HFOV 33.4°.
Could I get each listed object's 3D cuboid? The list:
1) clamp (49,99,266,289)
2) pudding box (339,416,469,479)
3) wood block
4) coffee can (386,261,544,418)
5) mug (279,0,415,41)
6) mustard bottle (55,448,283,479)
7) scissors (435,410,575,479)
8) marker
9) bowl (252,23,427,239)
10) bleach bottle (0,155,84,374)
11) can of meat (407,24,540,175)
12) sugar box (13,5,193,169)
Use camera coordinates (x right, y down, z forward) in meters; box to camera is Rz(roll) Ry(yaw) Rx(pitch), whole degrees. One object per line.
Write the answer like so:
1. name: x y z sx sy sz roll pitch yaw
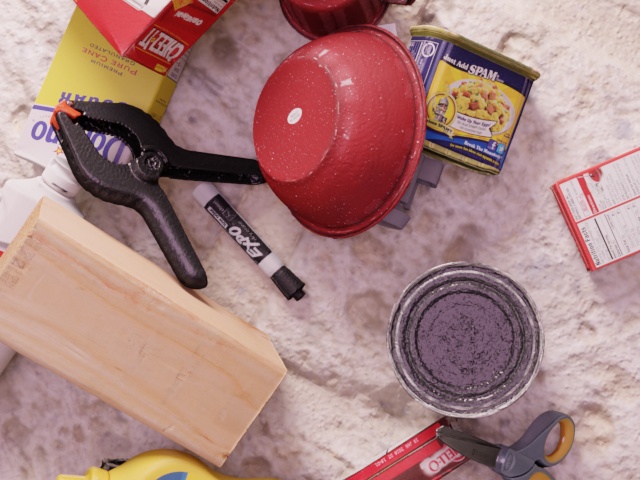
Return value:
1. clamp: -0.122 -0.056 0.812 0.171 0.039 0.120 43 54 -8
2. pudding box: 0.066 0.163 0.771 0.090 0.113 0.039 -32 79 5
3. wood block: -0.139 0.065 0.777 0.206 0.091 0.090 34 93 -18
4. coffee can: 0.102 0.068 0.758 0.103 0.140 0.103 0 86 8
5. mug: 0.018 -0.201 0.815 0.117 0.081 0.093 17 89 8
6. mustard bottle: -0.103 0.205 0.782 0.191 0.058 0.096 21 89 -18
7. scissors: 0.136 0.137 0.741 0.016 0.201 0.096 14 64 38
8. marker: -0.056 0.001 0.845 0.020 0.020 0.121 -43 82 3
9. bowl: 0.000 -0.084 0.780 0.162 0.055 0.162 -8 78 45
10. bleach bottle: -0.268 0.040 0.834 0.102 0.068 0.251 35 98 2
11. can of meat: 0.102 -0.102 0.796 0.102 0.058 0.084 19 92 -24
12. sugar box: -0.167 -0.129 0.855 0.093 0.048 0.176 23 89 8
